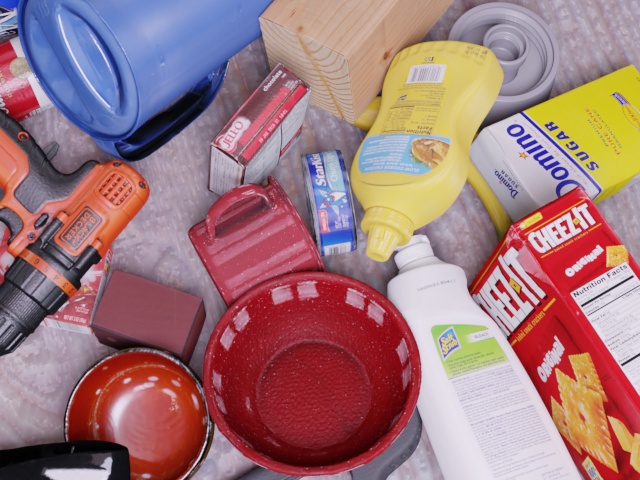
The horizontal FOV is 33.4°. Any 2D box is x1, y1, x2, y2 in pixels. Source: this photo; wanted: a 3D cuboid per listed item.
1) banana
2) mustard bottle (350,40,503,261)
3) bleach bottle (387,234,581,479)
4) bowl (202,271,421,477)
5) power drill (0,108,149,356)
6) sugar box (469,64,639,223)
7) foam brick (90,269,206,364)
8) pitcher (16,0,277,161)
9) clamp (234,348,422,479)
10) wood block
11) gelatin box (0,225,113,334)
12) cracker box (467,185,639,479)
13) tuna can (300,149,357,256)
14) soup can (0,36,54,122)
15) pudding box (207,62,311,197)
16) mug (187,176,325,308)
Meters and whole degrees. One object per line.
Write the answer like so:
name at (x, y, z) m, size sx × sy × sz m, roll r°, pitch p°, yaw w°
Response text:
banana at (0.108, -0.072, 0.918) m, size 0.198 × 0.037 × 0.069 m, roll 43°, pitch 73°, yaw 12°
mustard bottle at (0.076, -0.069, 0.853) m, size 0.096 × 0.058 × 0.191 m, roll 5°, pitch 61°, yaw 34°
bleach bottle at (0.121, 0.112, 0.826) m, size 0.102 × 0.068 × 0.251 m, roll -11°, pitch 70°, yaw -29°
bowl at (-0.006, 0.106, 0.805) m, size 0.162 × 0.055 × 0.162 m, roll -1°, pitch 62°, yaw 1°
power drill at (-0.255, -0.028, 0.828) m, size 0.187 × 0.057 × 0.184 m, roll 40°, pitch 73°, yaw -4°
sugar box at (0.220, -0.078, 0.900) m, size 0.176 × 0.048 × 0.093 m, roll -25°, pitch 73°, yaw -29°
foam brick at (-0.136, 0.064, 0.849) m, size 0.078 × 0.053 × 0.051 m, roll 18°, pitch 70°, yaw 4°
pitcher at (-0.115, -0.185, 0.884) m, size 0.145 × 0.149 × 0.242 m, roll 52°, pitch 54°, yaw -3°
clamp at (0.027, 0.172, 0.825) m, size 0.165 × 0.036 × 0.209 m, roll 31°, pitch 69°, yaw 12°
wood block at (0.049, -0.215, 0.923) m, size 0.090 × 0.091 × 0.206 m, roll 29°, pitch 67°, yaw 21°
gelatin box at (-0.221, 0.031, 0.869) m, size 0.089 × 0.030 × 0.073 m, roll 11°, pitch 70°, yaw 1°
cracker box at (0.204, 0.089, 0.798) m, size 0.072 × 0.164 × 0.214 m, roll -28°, pitch 74°, yaw -14°
tuna can at (0.007, -0.031, 0.871) m, size 0.033 × 0.086 × 0.086 m, roll -10°, pitch 71°, yaw -2°
soup can at (-0.252, -0.140, 0.910) m, size 0.102 × 0.068 × 0.068 m, roll -25°, pitch 73°, yaw -12°
pudding box at (-0.052, -0.082, 0.874) m, size 0.039 × 0.113 × 0.090 m, roll 37°, pitch 73°, yaw 7°
mug at (-0.056, 0.001, 0.846) m, size 0.081 × 0.117 × 0.093 m, roll -29°, pitch 54°, yaw -7°
